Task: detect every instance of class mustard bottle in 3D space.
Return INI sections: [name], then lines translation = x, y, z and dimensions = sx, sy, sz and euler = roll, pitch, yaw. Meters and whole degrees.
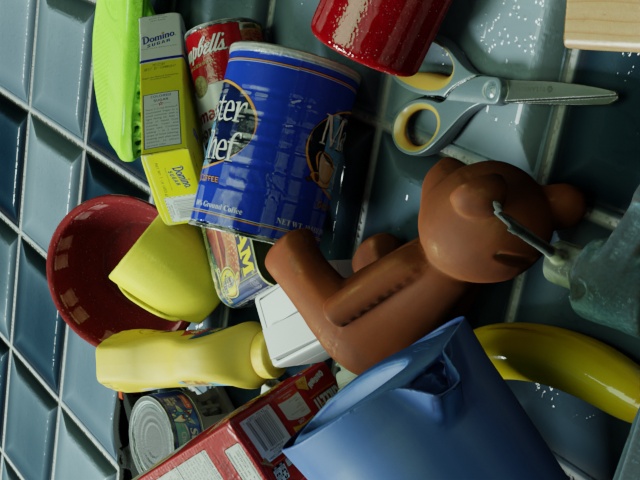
[mustard bottle]
translation = -0.099, 0.103, 0.938
dimensions = 0.192, 0.096, 0.058
euler = -6, 83, 34

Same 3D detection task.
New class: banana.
[banana]
translation = 0.138, 0.085, 0.685
dimensions = 0.198, 0.037, 0.069
euler = -11, 102, 54

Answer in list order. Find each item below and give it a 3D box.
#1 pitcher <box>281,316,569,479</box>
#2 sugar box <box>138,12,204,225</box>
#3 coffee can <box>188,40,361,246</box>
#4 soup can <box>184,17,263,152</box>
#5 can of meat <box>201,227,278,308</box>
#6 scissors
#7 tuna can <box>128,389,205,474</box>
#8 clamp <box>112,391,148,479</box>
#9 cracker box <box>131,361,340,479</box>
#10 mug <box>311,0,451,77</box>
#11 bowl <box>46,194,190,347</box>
[pitcher]
translation = 0.094, 0.178, 0.631
dimensions = 0.145, 0.149, 0.243
euler = -36, 87, 19
[sugar box]
translation = -0.128, -0.109, 0.934
dimensions = 0.093, 0.048, 0.176
euler = 81, -178, -51
[coffee can]
translation = -0.035, -0.069, 0.811
dimensions = 0.103, 0.102, 0.140
euler = 13, 89, 52
[soup can]
translation = -0.075, -0.131, 0.914
dimensions = 0.069, 0.068, 0.102
euler = -19, 79, 52
[can of meat]
translation = -0.056, 0.001, 0.913
dimensions = 0.084, 0.057, 0.102
euler = -31, 69, 53
[scissors]
translation = 0.108, -0.083, 0.716
dimensions = 0.202, 0.016, 0.096
euler = 36, 119, 47
[tuna can]
translation = -0.141, 0.181, 0.977
dimensions = 0.086, 0.033, 0.086
euler = 5, 96, 51
[clamp]
translation = -0.190, 0.236, 1.129
dimensions = 0.120, 0.039, 0.171
euler = -2, 92, 52
[cracker box]
translation = -0.089, 0.190, 0.828
dimensions = 0.214, 0.164, 0.072
euler = -35, 84, 24
[mug]
translation = 0.044, -0.168, 0.732
dimensions = 0.117, 0.093, 0.082
euler = -89, 22, -68
[bowl]
translation = -0.185, 0.030, 1.051
dimensions = 0.162, 0.055, 0.162
euler = 3, 103, 14
